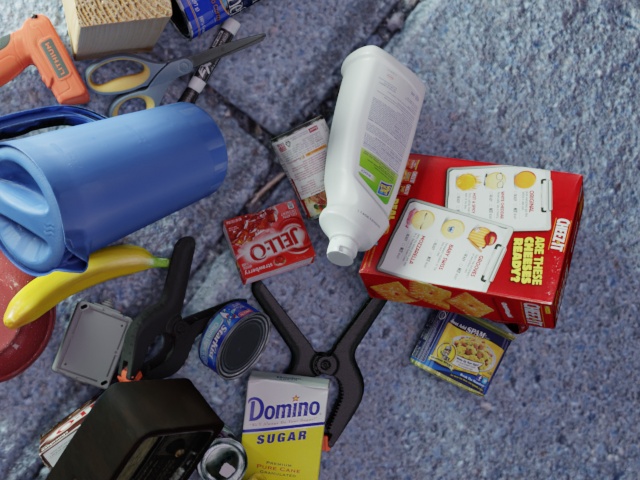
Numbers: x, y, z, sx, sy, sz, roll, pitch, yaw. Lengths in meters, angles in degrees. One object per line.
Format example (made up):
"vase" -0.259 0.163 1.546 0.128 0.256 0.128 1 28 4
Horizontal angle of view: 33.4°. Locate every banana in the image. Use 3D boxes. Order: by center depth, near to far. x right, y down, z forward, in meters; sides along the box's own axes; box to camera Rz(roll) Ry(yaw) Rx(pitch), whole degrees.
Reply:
"banana" -0.258 0.042 1.142 0.197 0.070 0.037 -24 111 -33

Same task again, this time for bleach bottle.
"bleach bottle" 0.045 -0.088 1.171 0.102 0.068 0.250 32 56 -24

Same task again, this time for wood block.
"wood block" -0.213 -0.247 1.089 0.090 0.206 0.090 -11 93 -13

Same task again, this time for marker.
"marker" -0.128 -0.197 1.206 0.020 0.020 0.121 30 84 -12

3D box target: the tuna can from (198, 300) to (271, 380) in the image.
"tuna can" -0.095 0.111 1.187 0.034 0.086 0.086 30 82 30

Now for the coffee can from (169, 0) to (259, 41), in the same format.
"coffee can" -0.109 -0.296 1.166 0.140 0.103 0.103 -32 98 -11

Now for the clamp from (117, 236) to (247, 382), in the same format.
"clamp" -0.163 0.082 1.160 0.171 0.039 0.120 -46 117 -29

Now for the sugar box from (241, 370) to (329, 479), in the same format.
"sugar box" -0.044 0.240 1.202 0.093 0.048 0.176 6 98 2

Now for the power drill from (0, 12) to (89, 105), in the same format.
"power drill" -0.346 -0.144 1.135 0.187 0.057 0.184 -27 97 -12

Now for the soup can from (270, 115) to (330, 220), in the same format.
"soup can" -0.006 -0.082 1.213 0.068 0.068 0.102 -27 96 -12

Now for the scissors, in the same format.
"scissors" -0.157 -0.174 1.180 0.201 0.016 0.096 -7 118 -11

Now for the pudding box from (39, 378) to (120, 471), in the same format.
"pudding box" -0.247 0.199 1.148 0.113 0.090 0.039 -38 100 -10

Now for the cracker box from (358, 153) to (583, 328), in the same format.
"cracker box" 0.170 -0.002 1.181 0.214 0.072 0.164 9 63 21

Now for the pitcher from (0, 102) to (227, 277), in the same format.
"pitcher" -0.219 -0.072 1.092 0.242 0.145 0.149 -27 112 -45

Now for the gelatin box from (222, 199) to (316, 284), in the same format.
"gelatin box" -0.058 0.001 1.210 0.089 0.030 0.073 -18 75 -13

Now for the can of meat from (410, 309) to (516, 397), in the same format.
"can of meat" 0.167 0.128 1.264 0.102 0.057 0.084 27 87 -12

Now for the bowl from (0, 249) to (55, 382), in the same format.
"bowl" -0.364 0.079 1.136 0.162 0.055 0.162 0 91 -14

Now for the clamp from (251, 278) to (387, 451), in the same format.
"clamp" 0.013 0.135 1.234 0.164 0.036 0.210 -7 93 -4
